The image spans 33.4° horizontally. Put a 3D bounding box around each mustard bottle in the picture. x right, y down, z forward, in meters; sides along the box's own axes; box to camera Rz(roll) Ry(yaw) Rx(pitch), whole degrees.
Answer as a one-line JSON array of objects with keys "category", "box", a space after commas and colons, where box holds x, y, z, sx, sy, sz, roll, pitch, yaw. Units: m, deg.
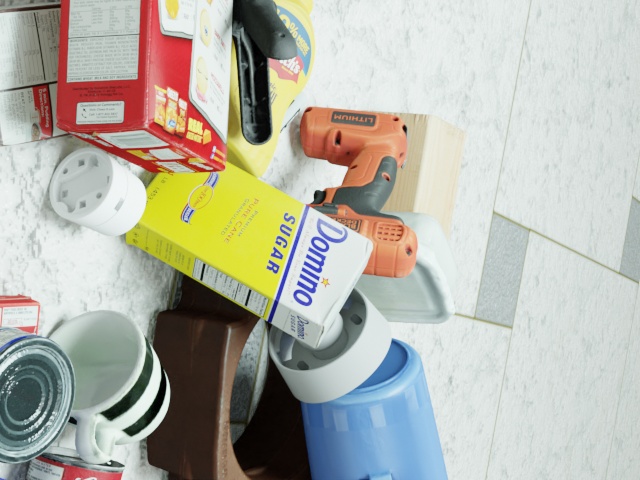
[{"category": "mustard bottle", "box": [-0.052, -0.153, 0.912, 0.096, 0.058, 0.191, 42, 59, -33]}]

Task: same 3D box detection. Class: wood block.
[{"category": "wood block", "box": [0.081, -0.026, 1.129, 0.090, 0.091, 0.206, 13, 86, -57]}]

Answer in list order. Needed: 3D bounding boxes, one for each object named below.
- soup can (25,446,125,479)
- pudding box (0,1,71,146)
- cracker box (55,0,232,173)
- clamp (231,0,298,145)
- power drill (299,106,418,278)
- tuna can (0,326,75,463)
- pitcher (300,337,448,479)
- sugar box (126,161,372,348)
[{"category": "soup can", "box": [-0.187, 0.206, 0.773, 0.068, 0.069, 0.102, 25, 76, -57]}, {"category": "pudding box", "box": [-0.192, -0.113, 0.718, 0.113, 0.039, 0.090, -26, 116, -57]}, {"category": "cracker box", "box": [-0.116, -0.164, 0.736, 0.164, 0.072, 0.214, 24, 66, -76]}, {"category": "clamp", "box": [-0.049, -0.172, 0.817, 0.039, 0.120, 0.171, -4, 71, -23]}, {"category": "power drill", "box": [0.002, -0.044, 0.960, 0.187, 0.184, 0.057, -76, 172, -45]}, {"category": "tuna can", "box": [-0.202, 0.101, 0.698, 0.085, 0.034, 0.086, -19, 114, -53]}, {"category": "pitcher", "box": [0.054, 0.216, 0.939, 0.144, 0.149, 0.243, -31, 120, -39]}, {"category": "sugar box", "box": [-0.055, 0.001, 0.840, 0.093, 0.176, 0.048, -58, 171, -33]}]
